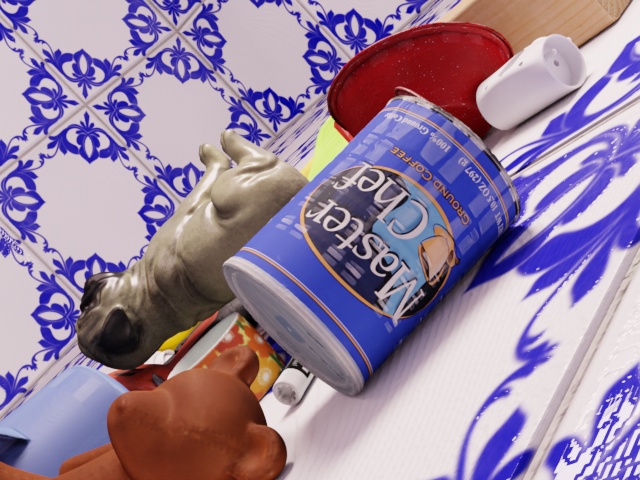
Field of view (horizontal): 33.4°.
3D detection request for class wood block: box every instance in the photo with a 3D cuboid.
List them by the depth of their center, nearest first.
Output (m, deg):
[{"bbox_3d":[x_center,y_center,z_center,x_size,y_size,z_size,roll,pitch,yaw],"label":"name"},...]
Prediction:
[{"bbox_3d":[0.175,-0.196,0.960,0.207,0.090,0.090,-35,11,49],"label":"wood block"}]

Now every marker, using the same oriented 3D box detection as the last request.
[{"bbox_3d":[-0.001,0.067,0.715,0.020,0.020,0.121,-38,10,35],"label":"marker"}]

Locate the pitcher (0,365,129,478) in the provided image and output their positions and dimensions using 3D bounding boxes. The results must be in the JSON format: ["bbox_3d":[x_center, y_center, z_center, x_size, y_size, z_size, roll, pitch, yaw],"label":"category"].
[{"bbox_3d":[-0.221,0.192,0.721,0.242,0.145,0.149,-44,2,-31],"label":"pitcher"}]

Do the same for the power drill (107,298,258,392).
[{"bbox_3d":[-0.100,0.077,0.910,0.187,0.057,0.185,-47,19,-27],"label":"power drill"}]

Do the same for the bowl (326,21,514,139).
[{"bbox_3d":[0.089,-0.108,0.882,0.162,0.055,0.162,-10,-26,-5],"label":"bowl"}]

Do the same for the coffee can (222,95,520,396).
[{"bbox_3d":[0.029,0.002,0.603,0.140,0.103,0.103,-45,8,-15],"label":"coffee can"}]
